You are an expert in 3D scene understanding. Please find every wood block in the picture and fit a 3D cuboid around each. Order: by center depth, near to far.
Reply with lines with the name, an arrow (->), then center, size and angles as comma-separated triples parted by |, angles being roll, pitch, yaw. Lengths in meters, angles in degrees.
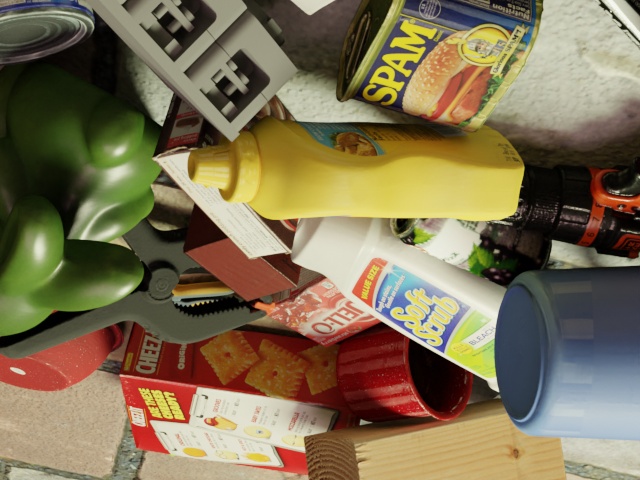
wood block -> 0.100, 0.195, 0.913 | 0.205, 0.091, 0.090 | -5, 175, -29

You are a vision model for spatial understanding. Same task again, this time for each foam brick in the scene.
foam brick -> -0.055, 0.001, 0.790 | 0.051, 0.053, 0.078 | -16, 138, 33

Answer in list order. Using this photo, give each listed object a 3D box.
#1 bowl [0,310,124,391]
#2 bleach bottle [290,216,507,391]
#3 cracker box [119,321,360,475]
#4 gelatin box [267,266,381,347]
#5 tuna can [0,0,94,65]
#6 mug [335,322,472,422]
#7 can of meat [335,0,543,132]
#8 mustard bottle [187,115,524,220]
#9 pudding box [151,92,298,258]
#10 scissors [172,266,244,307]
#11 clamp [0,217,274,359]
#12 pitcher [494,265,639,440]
bowl -> -0.262, 0.093, 0.960 | 0.162, 0.055, 0.162 | 9, 152, 5
bleach bottle -> 0.067, 0.031, 0.798 | 0.250, 0.068, 0.103 | 26, 142, -19
cracker box -> -0.068, 0.148, 0.995 | 0.213, 0.072, 0.164 | 9, 146, 2
gelatin box -> 0.007, 0.049, 0.866 | 0.073, 0.030, 0.089 | 31, 141, -29
tuna can -> -0.173, -0.129, 0.605 | 0.086, 0.034, 0.086 | -15, 175, -2
mug -> 0.074, 0.106, 0.895 | 0.082, 0.093, 0.117 | -16, 175, 40
can of meat -> 0.064, -0.111, 0.594 | 0.084, 0.057, 0.102 | 14, 147, -12
mustard bottle -> 0.016, -0.042, 0.625 | 0.191, 0.096, 0.058 | -1, 110, -25
pudding box -> -0.051, -0.055, 0.672 | 0.039, 0.090, 0.113 | -13, 140, 30
scissors -> -0.147, 0.055, 0.924 | 0.202, 0.016, 0.096 | -12, 141, 29
clamp -> -0.134, 0.036, 0.810 | 0.209, 0.164, 0.036 | 23, -173, -32
pitcher -> 0.244, 0.074, 0.723 | 0.242, 0.145, 0.149 | 1, 144, -10
